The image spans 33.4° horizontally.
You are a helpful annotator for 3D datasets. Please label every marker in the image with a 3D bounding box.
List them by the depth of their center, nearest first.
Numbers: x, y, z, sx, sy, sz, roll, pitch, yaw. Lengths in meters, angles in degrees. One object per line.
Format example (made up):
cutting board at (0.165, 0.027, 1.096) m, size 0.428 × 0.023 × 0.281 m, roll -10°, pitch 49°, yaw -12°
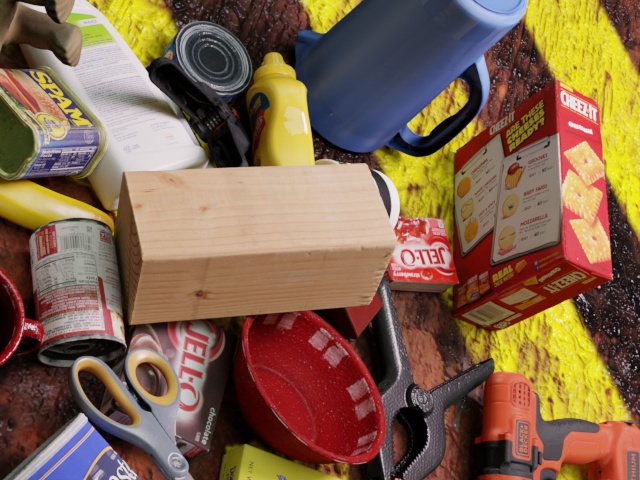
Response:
marker at (-0.133, -0.111, 0.997) m, size 0.020 × 0.020 × 0.121 m, roll -22°, pitch 80°, yaw -40°

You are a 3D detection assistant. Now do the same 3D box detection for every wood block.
wood block at (-0.055, 0.001, 0.867) m, size 0.205 × 0.091 × 0.090 m, roll -3°, pitch 52°, yaw -21°

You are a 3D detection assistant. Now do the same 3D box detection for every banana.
banana at (-0.259, -0.054, 0.866) m, size 0.197 × 0.037 × 0.069 m, roll 40°, pitch 50°, yaw -11°

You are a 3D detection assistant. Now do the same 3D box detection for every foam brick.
foam brick at (0.013, 0.044, 0.976) m, size 0.051 × 0.053 × 0.078 m, roll -46°, pitch 121°, yaw -41°

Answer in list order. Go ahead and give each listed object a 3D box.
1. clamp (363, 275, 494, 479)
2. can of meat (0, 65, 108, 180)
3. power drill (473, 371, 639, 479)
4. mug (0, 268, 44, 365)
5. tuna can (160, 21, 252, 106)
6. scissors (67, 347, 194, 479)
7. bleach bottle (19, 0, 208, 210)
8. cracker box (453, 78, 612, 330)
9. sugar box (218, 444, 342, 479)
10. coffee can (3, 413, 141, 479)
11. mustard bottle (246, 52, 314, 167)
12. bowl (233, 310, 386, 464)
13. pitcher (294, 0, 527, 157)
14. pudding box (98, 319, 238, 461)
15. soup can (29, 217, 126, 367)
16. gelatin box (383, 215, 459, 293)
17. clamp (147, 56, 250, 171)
clamp at (0.078, 0.142, 0.996) m, size 0.164 × 0.036 × 0.209 m, roll 41°, pitch 48°, yaw -14°
can of meat at (-0.237, -0.095, 0.862) m, size 0.102 × 0.057 × 0.083 m, roll 46°, pitch 24°, yaw 15°
power drill at (0.232, 0.231, 1.039) m, size 0.187 × 0.057 × 0.184 m, roll 17°, pitch 69°, yaw -30°
mug at (-0.260, 0.067, 0.771) m, size 0.117 × 0.082 × 0.093 m, roll 7°, pitch 63°, yaw -32°
tuna can at (-0.110, -0.169, 1.035) m, size 0.086 × 0.034 × 0.086 m, roll 16°, pitch 58°, yaw -28°
scissors at (-0.103, 0.153, 0.797) m, size 0.202 × 0.016 × 0.096 m, roll 42°, pitch 37°, yaw 7°
bleach bottle at (-0.202, -0.152, 0.944) m, size 0.102 × 0.068 × 0.251 m, roll -21°, pitch 76°, yaw -43°
cracker box at (0.215, -0.032, 1.103) m, size 0.072 × 0.164 × 0.213 m, roll 22°, pitch 55°, yaw -26°
sugar box at (-0.004, 0.241, 0.881) m, size 0.176 × 0.048 × 0.093 m, roll 23°, pitch 55°, yaw -22°
coffee can at (-0.161, 0.208, 0.751) m, size 0.140 × 0.103 × 0.102 m, roll 49°, pitch 49°, yaw -4°
mustard bottle at (-0.038, -0.094, 1.003) m, size 0.058 × 0.096 × 0.191 m, roll 1°, pitch 64°, yaw -13°
bowl at (-0.020, 0.130, 0.904) m, size 0.162 × 0.055 × 0.162 m, roll 35°, pitch 30°, yaw -25°
pitcher at (0.094, -0.189, 1.049) m, size 0.149 × 0.243 × 0.145 m, roll 4°, pitch 66°, yaw -33°
pudding box at (-0.124, 0.111, 0.872) m, size 0.090 × 0.039 × 0.113 m, roll 28°, pitch 53°, yaw -20°
soup can at (-0.192, 0.041, 0.842) m, size 0.068 × 0.069 × 0.102 m, roll 4°, pitch 63°, yaw -33°
gelatin box at (0.093, 0.013, 1.082) m, size 0.089 × 0.030 × 0.073 m, roll 5°, pitch 64°, yaw -33°
clamp at (-0.091, -0.098, 0.942) m, size 0.120 × 0.039 × 0.171 m, roll 61°, pitch 9°, yaw 5°
